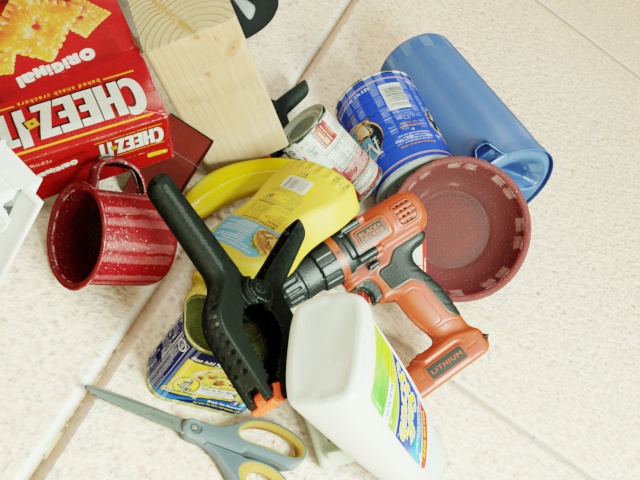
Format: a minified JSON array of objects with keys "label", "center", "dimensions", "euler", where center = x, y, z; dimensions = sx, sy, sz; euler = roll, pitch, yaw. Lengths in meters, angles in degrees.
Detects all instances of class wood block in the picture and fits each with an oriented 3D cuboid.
[{"label":"wood block","center":[-0.108,-0.166,1.052],"dimensions":[0.206,0.090,0.091],"euler":[66,2,-59]}]

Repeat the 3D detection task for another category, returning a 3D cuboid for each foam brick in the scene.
[{"label":"foam brick","center":[-0.147,-0.072,1.031],"dimensions":[0.051,0.078,0.053],"euler":[31,38,-8]}]

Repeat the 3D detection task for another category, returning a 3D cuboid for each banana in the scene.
[{"label":"banana","center":[-0.062,-0.053,1.095],"dimensions":[0.197,0.037,0.070],"euler":[-4,52,-28]}]

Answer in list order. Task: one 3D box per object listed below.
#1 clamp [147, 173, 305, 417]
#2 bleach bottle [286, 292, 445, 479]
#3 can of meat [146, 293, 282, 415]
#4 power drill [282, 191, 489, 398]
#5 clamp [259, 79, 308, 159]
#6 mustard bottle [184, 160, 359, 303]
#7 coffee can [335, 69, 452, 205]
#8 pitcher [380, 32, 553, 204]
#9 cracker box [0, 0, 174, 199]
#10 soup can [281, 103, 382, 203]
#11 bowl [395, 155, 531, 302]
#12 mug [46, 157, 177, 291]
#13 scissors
[{"label":"clamp","center":[-0.069,0.041,0.871],"dimensions":[0.164,0.036,0.210],"euler":[23,43,-34]},{"label":"bleach bottle","center":[0.053,0.146,0.908],"dimensions":[0.250,0.068,0.102],"euler":[51,38,-50]},{"label":"can of meat","center":[-0.086,0.100,0.904],"dimensions":[0.102,0.084,0.057],"euler":[18,42,-26]},{"label":"power drill","center":[0.062,0.066,1.048],"dimensions":[0.184,0.057,0.188],"euler":[-32,85,-13]},{"label":"clamp","center":[-0.058,-0.145,1.212],"dimensions":[0.120,0.039,0.171],"euler":[11,52,-26]},{"label":"mustard bottle","center":[-0.057,0.002,1.015],"dimensions":[0.096,0.058,0.191],"euler":[24,55,37]},{"label":"coffee can","center":[0.089,-0.114,1.250],"dimensions":[0.102,0.103,0.140],"euler":[3,50,-38]},{"label":"pitcher","center":[0.175,-0.139,1.338],"dimensions":[0.144,0.149,0.243],"euler":[-8,52,-30]},{"label":"cracker box","center":[-0.247,-0.151,0.974],"dimensions":[0.164,0.072,0.214],"euler":[-20,61,-13]},{"label":"soup can","center":[0.010,-0.091,1.166],"dimensions":[0.102,0.069,0.068],"euler":[46,34,-24]},{"label":"bowl","center":[0.151,-0.013,1.197],"dimensions":[0.162,0.162,0.055],"euler":[38,-1,-3]},{"label":"mug","center":[-0.178,-0.014,0.928],"dimensions":[0.081,0.093,0.117],"euler":[4,85,-44]},{"label":"scissors","center":[-0.097,0.175,0.877],"dimensions":[0.201,0.016,0.096],"euler":[15,44,-29]}]
